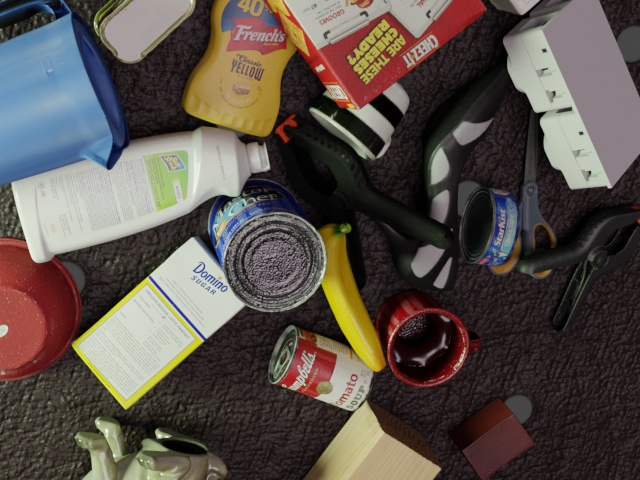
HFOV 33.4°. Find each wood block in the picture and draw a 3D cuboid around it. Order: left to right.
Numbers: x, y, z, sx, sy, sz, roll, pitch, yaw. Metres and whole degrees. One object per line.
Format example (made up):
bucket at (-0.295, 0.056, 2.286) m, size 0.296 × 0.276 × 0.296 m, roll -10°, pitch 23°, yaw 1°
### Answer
wood block at (0.034, 0.300, 1.232) m, size 0.090 × 0.090 × 0.206 m, roll 34°, pitch 98°, yaw -19°

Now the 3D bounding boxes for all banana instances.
banana at (0.026, 0.054, 1.141) m, size 0.037 × 0.070 × 0.198 m, roll -25°, pitch 124°, yaw -11°

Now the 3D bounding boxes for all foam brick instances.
foam brick at (0.202, 0.235, 1.267) m, size 0.078 × 0.051 × 0.053 m, roll -34°, pitch 110°, yaw 0°

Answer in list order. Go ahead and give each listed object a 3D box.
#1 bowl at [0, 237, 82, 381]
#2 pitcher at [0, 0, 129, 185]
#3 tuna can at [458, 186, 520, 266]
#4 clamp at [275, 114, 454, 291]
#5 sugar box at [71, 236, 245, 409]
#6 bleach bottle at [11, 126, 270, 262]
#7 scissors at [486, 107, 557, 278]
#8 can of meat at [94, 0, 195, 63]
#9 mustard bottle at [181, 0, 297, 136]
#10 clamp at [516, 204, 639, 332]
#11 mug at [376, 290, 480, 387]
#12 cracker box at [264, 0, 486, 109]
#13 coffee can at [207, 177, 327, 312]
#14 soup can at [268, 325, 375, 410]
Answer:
bowl at (-0.329, 0.082, 1.106) m, size 0.162 × 0.055 × 0.162 m, roll -3°, pitch 108°, yaw -11°
pitcher at (-0.311, -0.119, 0.986) m, size 0.243 × 0.149 × 0.145 m, roll -19°, pitch 124°, yaw 0°
tuna can at (0.184, -0.015, 1.168) m, size 0.033 × 0.086 × 0.086 m, roll 9°, pitch 105°, yaw -16°
clamp at (0.035, -0.046, 1.114) m, size 0.210 × 0.165 × 0.036 m, roll 55°, pitch 48°, yaw -14°
sugar box at (-0.168, 0.086, 1.136) m, size 0.176 × 0.048 × 0.093 m, roll -41°, pitch 91°, yaw 0°
bleach bottle at (-0.174, -0.052, 1.075) m, size 0.251 × 0.068 × 0.102 m, roll -12°, pitch 107°, yaw -1°
scissors at (0.218, -0.045, 1.202) m, size 0.096 × 0.016 × 0.202 m, roll -18°, pitch 110°, yaw -8°
can of meat at (-0.169, -0.220, 1.030) m, size 0.102 × 0.084 × 0.057 m, roll -43°, pitch 110°, yaw 3°
mustard bottle at (-0.066, -0.207, 1.070) m, size 0.096 × 0.058 × 0.192 m, roll 16°, pitch 103°, yaw -17°
clamp at (0.301, 0.014, 1.219) m, size 0.171 × 0.039 × 0.120 m, roll -49°, pitch 130°, yaw -2°
mug at (0.121, 0.106, 1.194) m, size 0.117 × 0.081 × 0.093 m, roll 2°, pitch 106°, yaw -13°
cracker box at (0.029, -0.257, 1.013) m, size 0.164 × 0.072 × 0.213 m, roll -38°, pitch 106°, yaw -7°
coffee can at (-0.057, 0.001, 1.092) m, size 0.102 × 0.140 × 0.103 m, roll -3°, pitch 108°, yaw -11°
soup can at (0.002, 0.143, 1.188) m, size 0.102 × 0.068 × 0.068 m, roll 23°, pitch 101°, yaw -18°
